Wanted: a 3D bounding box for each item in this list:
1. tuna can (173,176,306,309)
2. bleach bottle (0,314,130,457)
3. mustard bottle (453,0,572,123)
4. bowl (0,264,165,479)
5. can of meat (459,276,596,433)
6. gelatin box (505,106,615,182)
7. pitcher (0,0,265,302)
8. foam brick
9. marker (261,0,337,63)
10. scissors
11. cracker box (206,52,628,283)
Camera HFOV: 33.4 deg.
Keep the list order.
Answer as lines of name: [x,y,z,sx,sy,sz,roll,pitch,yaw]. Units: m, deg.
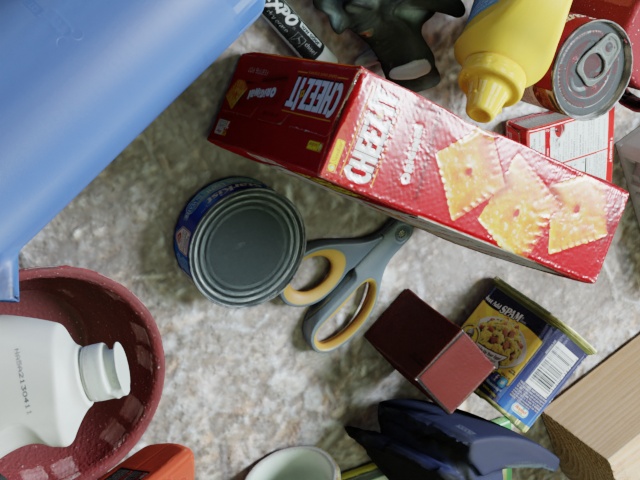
tuna can: [-0.055,0.001,0.721,0.086,0.034,0.086,-11,115,-25]
bleach bottle: [-0.226,0.103,0.575,0.251,0.068,0.102,-12,93,1]
mustard bottle: [0.130,-0.156,0.683,0.058,0.096,0.191,29,65,-13]
bowl: [-0.182,0.082,0.669,0.161,0.055,0.162,-11,115,-26]
can of meat: [0.149,0.088,0.832,0.057,0.102,0.084,39,90,-34]
gelatin box: [0.186,-0.065,0.834,0.089,0.030,0.073,-17,119,-23]
pitcher: [-0.156,-0.100,0.576,0.242,0.145,0.149,-44,136,-12]
foam brick: [0.081,0.083,0.806,0.053,0.078,0.051,-46,125,-3]
marker: [-0.032,-0.150,0.682,0.020,0.020,0.121,-49,125,-4]
scissors: [0.040,-0.010,0.782,0.096,0.016,0.202,32,92,-35]
cracker box: [0.059,-0.048,0.678,0.213,0.164,0.072,21,91,-30]
